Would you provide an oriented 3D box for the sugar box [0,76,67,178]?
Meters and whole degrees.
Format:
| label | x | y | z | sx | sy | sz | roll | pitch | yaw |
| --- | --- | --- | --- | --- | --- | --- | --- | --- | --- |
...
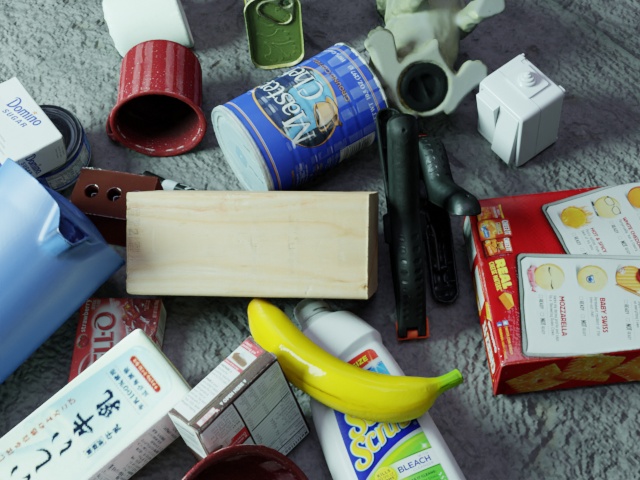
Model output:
| label | x | y | z | sx | sy | sz | roll | pitch | yaw |
| --- | --- | --- | --- | --- | --- | --- | --- | --- | --- |
| sugar box | -0.331 | -0.072 | 0.974 | 0.176 | 0.048 | 0.093 | -29 | 63 | -23 |

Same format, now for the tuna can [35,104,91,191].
| label | x | y | z | sx | sy | sz | roll | pitch | yaw |
| --- | --- | --- | --- | --- | --- | --- | --- | --- | --- |
| tuna can | -0.268 | -0.089 | 1.036 | 0.086 | 0.034 | 0.086 | -2 | 61 | 3 |

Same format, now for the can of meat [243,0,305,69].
| label | x | y | z | sx | sy | sz | roll | pitch | yaw |
| --- | --- | --- | --- | --- | --- | --- | --- | --- | --- |
| can of meat | -0.052 | -0.243 | 1.101 | 0.057 | 0.102 | 0.084 | -9 | 56 | -2 |

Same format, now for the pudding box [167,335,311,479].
| label | x | y | z | sx | sy | sz | roll | pitch | yaw |
| --- | --- | --- | --- | --- | --- | --- | --- | --- | --- |
| pudding box | -0.061 | 0.145 | 0.851 | 0.039 | 0.113 | 0.090 | 31 | 63 | 35 |

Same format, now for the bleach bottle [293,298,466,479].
| label | x | y | z | sx | sy | sz | roll | pitch | yaw |
| --- | --- | --- | --- | --- | --- | --- | --- | --- | --- |
| bleach bottle | 0.036 | 0.152 | 0.873 | 0.102 | 0.068 | 0.251 | -24 | 57 | -10 |

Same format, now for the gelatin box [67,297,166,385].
| label | x | y | z | sx | sy | sz | roll | pitch | yaw |
| --- | --- | --- | --- | --- | --- | --- | --- | --- | --- |
| gelatin box | -0.178 | 0.094 | 0.938 | 0.073 | 0.030 | 0.089 | 1 | 58 | 4 |

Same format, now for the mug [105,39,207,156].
| label | x | y | z | sx | sy | sz | roll | pitch | yaw |
| --- | --- | --- | --- | --- | --- | --- | --- | --- | --- |
| mug | -0.167 | -0.138 | 1.058 | 0.117 | 0.093 | 0.081 | -28 | 47 | 29 |

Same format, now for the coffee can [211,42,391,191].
| label | x | y | z | sx | sy | sz | roll | pitch | yaw |
| --- | --- | --- | --- | --- | --- | --- | --- | --- | --- |
| coffee can | -0.018 | -0.111 | 1.015 | 0.140 | 0.103 | 0.103 | -30 | 61 | -15 |

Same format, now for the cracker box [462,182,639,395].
| label | x | y | z | sx | sy | sz | roll | pitch | yaw |
| --- | --- | --- | --- | --- | --- | --- | --- | --- | --- |
| cracker box | 0.242 | 0.039 | 0.926 | 0.213 | 0.072 | 0.164 | -6 | 58 | -2 |

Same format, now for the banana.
| label | x | y | z | sx | sy | sz | roll | pitch | yaw |
| --- | --- | --- | --- | --- | --- | --- | --- | --- | --- |
| banana | 0.011 | 0.102 | 0.856 | 0.198 | 0.037 | 0.069 | 20 | 38 | 24 |

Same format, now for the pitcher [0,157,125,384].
| label | x | y | z | sx | sy | sz | roll | pitch | yaw |
| --- | --- | --- | --- | --- | --- | --- | --- | --- | --- |
| pitcher | -0.294 | 0.058 | 0.904 | 0.145 | 0.149 | 0.242 | 38 | 80 | 23 |

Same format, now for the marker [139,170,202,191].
| label | x | y | z | sx | sy | sz | roll | pitch | yaw |
| --- | --- | --- | --- | --- | --- | --- | --- | --- | --- |
| marker | -0.123 | -0.041 | 1.027 | 0.121 | 0.020 | 0.020 | 20 | 61 | 15 |

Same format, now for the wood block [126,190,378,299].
| label | x | y | z | sx | sy | sz | roll | pitch | yaw |
| --- | --- | --- | --- | --- | --- | --- | --- | --- | --- |
| wood block | -0.056 | 0.002 | 0.928 | 0.206 | 0.090 | 0.090 | 1 | 93 | 9 |

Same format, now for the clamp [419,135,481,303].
| label | x | y | z | sx | sy | sz | roll | pitch | yaw |
| --- | --- | --- | --- | --- | --- | --- | --- | --- | --- |
| clamp | 0.104 | -0.029 | 0.974 | 0.039 | 0.120 | 0.171 | 3 | 35 | -13 |

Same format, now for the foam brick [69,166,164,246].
| label | x | y | z | sx | sy | sz | roll | pitch | yaw |
| --- | --- | --- | --- | --- | --- | --- | --- | --- | --- |
| foam brick | -0.189 | -0.030 | 1.004 | 0.078 | 0.051 | 0.053 | 8 | 59 | 8 |

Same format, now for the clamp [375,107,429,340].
| label | x | y | z | sx | sy | sz | roll | pitch | yaw |
| --- | --- | --- | --- | --- | --- | --- | --- | --- | --- |
| clamp | 0.072 | -0.019 | 0.935 | 0.036 | 0.210 | 0.164 | -5 | 16 | 1 |
